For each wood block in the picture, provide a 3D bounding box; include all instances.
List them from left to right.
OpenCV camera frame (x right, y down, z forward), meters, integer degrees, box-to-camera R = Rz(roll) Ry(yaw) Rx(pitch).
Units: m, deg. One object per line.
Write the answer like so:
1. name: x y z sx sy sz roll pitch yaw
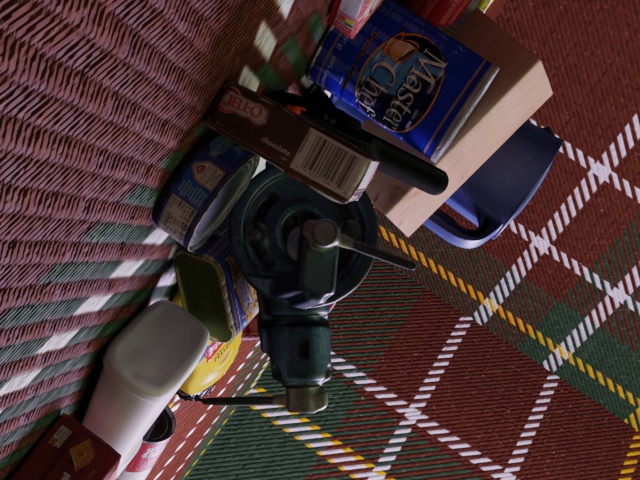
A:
1. wood block: 0.121 -0.114 1.059 0.206 0.091 0.090 -45 156 4

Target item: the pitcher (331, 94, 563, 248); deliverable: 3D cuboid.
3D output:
1. pitcher: 0.129 -0.111 1.176 0.145 0.243 0.149 -58 175 21

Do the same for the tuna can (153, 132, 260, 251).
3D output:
1. tuna can: -0.082 -0.036 0.771 0.086 0.034 0.086 -53 176 -6

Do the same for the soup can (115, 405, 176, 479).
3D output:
1. soup can: -0.204 0.218 1.130 0.102 0.068 0.068 -58 175 31

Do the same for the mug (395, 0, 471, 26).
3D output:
1. mug: 0.109 -0.261 0.984 0.082 0.093 0.117 -54 -145 43

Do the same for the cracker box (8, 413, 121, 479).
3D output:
1. cracker box: -0.250 0.266 0.927 0.164 0.072 0.214 -54 175 -32

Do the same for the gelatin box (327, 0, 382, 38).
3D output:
1. gelatin box: 0.046 -0.219 0.869 0.089 0.030 0.073 -54 175 -27

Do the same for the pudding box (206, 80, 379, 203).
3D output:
1. pudding box: -0.017 -0.068 0.748 0.039 0.113 0.090 -59 176 7

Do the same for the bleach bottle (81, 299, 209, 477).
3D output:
1. bleach bottle: -0.184 0.163 0.983 0.102 0.068 0.251 -51 175 -48

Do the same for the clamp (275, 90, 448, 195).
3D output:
1. clamp: 0.024 -0.088 0.923 0.036 0.165 0.209 -60 165 13

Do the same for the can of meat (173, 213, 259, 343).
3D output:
1. can of meat: -0.081 0.029 0.949 0.083 0.058 0.102 -48 141 -43

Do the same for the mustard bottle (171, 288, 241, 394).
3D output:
1. mustard bottle: -0.116 0.083 1.069 0.096 0.058 0.192 -50 166 -24

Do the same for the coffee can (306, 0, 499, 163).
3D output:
1. coffee can: 0.074 -0.150 0.956 0.103 0.140 0.103 -55 176 -7
